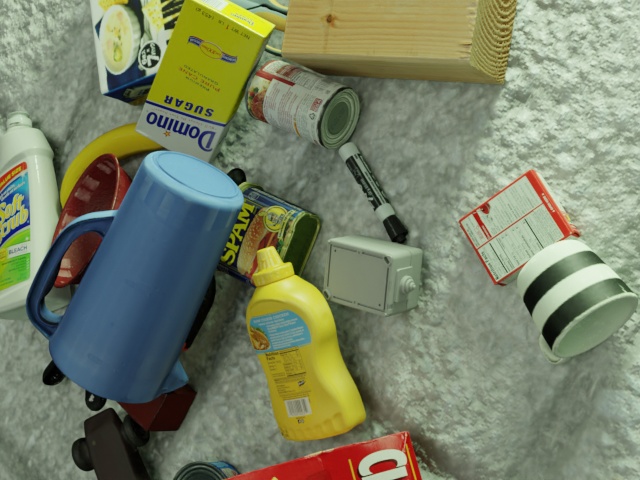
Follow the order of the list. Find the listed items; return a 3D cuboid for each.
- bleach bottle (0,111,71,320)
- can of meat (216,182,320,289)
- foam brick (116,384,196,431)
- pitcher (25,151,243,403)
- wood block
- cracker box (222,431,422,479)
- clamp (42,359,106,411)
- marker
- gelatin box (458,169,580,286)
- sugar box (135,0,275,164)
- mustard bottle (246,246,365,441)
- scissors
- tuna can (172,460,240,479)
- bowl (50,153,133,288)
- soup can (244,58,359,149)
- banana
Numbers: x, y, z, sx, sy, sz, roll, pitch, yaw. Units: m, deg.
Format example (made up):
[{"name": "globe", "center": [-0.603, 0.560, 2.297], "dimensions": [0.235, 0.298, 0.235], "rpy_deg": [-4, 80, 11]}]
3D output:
[{"name": "bleach bottle", "center": [-0.366, -0.035, 1.312], "dimensions": [0.103, 0.068, 0.251], "rpy_deg": [-18, 72, 28]}, {"name": "can of meat", "center": [-0.057, 0.001, 1.120], "dimensions": [0.084, 0.057, 0.102], "rpy_deg": [25, 98, 28]}, {"name": "foam brick", "center": [-0.187, 0.168, 1.180], "dimensions": [0.078, 0.052, 0.051], "rpy_deg": [37, 103, 29]}, {"name": "pitcher", "center": [-0.183, 0.031, 1.088], "dimensions": [0.145, 0.148, 0.243], "rpy_deg": [43, 114, 37]}, {"name": "wood block", "center": [0.076, -0.210, 1.046], "dimensions": [0.206, 0.090, 0.091], "rpy_deg": [9, 89, 32]}, {"name": "cracker box", "center": [0.000, 0.283, 0.984], "dimensions": [0.213, 0.072, 0.164], "rpy_deg": [-14, 75, -3]}, {"name": "clamp", "center": [-0.256, 0.110, 1.226], "dimensions": [0.120, 0.039, 0.171], "rpy_deg": [27, 94, 41]}, {"name": "marker", "center": [0.054, -0.047, 1.079], "dimensions": [0.020, 0.020, 0.121], "rpy_deg": [-39, 66, 22]}, {"name": "gelatin box", "center": [0.183, -0.011, 0.990], "dimensions": [0.089, 0.030, 0.073], "rpy_deg": [-37, 68, 23]}, {"name": "sugar box", "center": [-0.126, -0.171, 1.137], "dimensions": [0.093, 0.048, 0.176], "rpy_deg": [28, 122, 0]}, {"name": "mustard bottle", "center": [-0.025, 0.099, 1.055], "dimensions": [0.096, 0.058, 0.191], "rpy_deg": [-16, 94, 43]}, {"name": "scissors", "center": [-0.092, -0.270, 1.149], "dimensions": [0.202, 0.016, 0.096], "rpy_deg": [32, 86, 1]}, {"name": "tuna can", "center": [-0.119, 0.277, 1.135], "dimensions": [0.086, 0.033, 0.086], "rpy_deg": [-5, 81, 31]}, {"name": "bowl", "center": [-0.245, -0.014, 1.202], "dimensions": [0.162, 0.055, 0.162], "rpy_deg": [-37, 41, 40]}, {"name": "soup can", "center": [-0.019, -0.142, 1.107], "dimensions": [0.102, 0.068, 0.068], "rpy_deg": [26, 97, 31]}, {"name": "banana", "center": [-0.247, -0.093, 1.262], "dimensions": [0.198, 0.037, 0.069], "rpy_deg": [-36, 84, 24]}]
